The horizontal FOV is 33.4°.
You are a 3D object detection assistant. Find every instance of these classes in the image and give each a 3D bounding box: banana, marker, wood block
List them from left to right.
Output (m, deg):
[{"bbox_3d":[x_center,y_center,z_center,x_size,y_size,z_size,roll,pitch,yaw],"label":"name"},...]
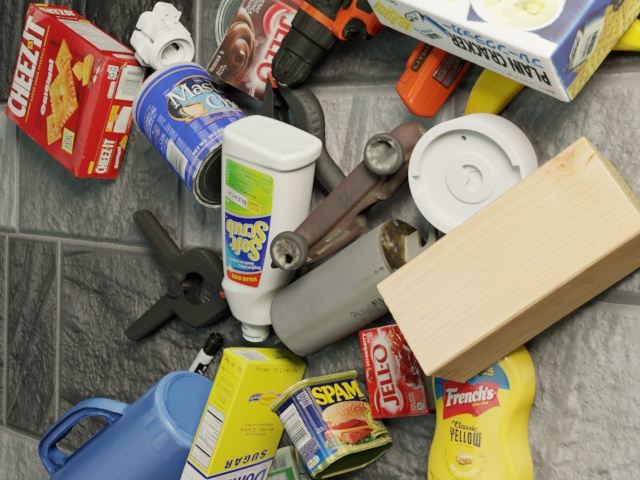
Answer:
[{"bbox_3d":[-0.147,0.154,1.268,0.020,0.020,0.121,53,125,30],"label":"marker"},{"bbox_3d":[0.163,0.021,0.866,0.206,0.090,0.091,-37,64,18],"label":"wood block"},{"bbox_3d":[0.195,-0.153,0.908,0.198,0.037,0.069,-16,78,44],"label":"banana"}]

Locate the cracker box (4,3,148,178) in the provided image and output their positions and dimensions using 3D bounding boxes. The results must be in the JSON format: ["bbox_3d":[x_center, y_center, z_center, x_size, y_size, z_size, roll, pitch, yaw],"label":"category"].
[{"bbox_3d":[-0.326,-0.198,1.400,0.214,0.071,0.164,36,115,39],"label":"cracker box"}]

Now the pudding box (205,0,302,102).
[{"bbox_3d":[-0.055,-0.205,1.119,0.114,0.090,0.039,-54,15,33],"label":"pudding box"}]

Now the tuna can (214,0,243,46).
[{"bbox_3d":[-0.077,-0.238,1.178,0.086,0.033,0.086,1,92,45],"label":"tuna can"}]

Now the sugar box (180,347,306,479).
[{"bbox_3d":[-0.084,0.202,1.143,0.048,0.093,0.176,26,103,43],"label":"sugar box"}]

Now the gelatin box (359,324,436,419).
[{"bbox_3d":[0.078,0.126,1.037,0.073,0.030,0.089,-14,81,44],"label":"gelatin box"}]

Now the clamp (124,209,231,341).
[{"bbox_3d":[-0.167,0.062,1.274,0.210,0.036,0.164,18,103,43],"label":"clamp"}]

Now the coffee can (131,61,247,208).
[{"bbox_3d":[-0.132,-0.119,1.188,0.140,0.102,0.103,49,123,32],"label":"coffee can"}]

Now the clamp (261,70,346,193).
[{"bbox_3d":[-0.013,-0.093,1.102,0.120,0.039,0.171,0,107,37],"label":"clamp"}]

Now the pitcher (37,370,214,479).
[{"bbox_3d":[-0.217,0.251,1.260,0.243,0.149,0.145,-44,53,32],"label":"pitcher"}]

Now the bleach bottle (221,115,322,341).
[{"bbox_3d":[-0.057,0.001,1.117,0.103,0.067,0.251,26,128,31],"label":"bleach bottle"}]

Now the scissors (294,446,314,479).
[{"bbox_3d":[-0.011,0.258,1.062,0.202,0.016,0.096,-104,8,-69],"label":"scissors"}]

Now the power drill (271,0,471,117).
[{"bbox_3d":[0.051,-0.194,1.014,0.188,0.057,0.184,42,104,33],"label":"power drill"}]

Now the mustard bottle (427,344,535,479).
[{"bbox_3d":[0.144,0.138,0.952,0.096,0.058,0.191,4,94,43],"label":"mustard bottle"}]

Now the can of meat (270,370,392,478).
[{"bbox_3d":[0.013,0.182,1.053,0.058,0.101,0.084,-48,61,32],"label":"can of meat"}]
